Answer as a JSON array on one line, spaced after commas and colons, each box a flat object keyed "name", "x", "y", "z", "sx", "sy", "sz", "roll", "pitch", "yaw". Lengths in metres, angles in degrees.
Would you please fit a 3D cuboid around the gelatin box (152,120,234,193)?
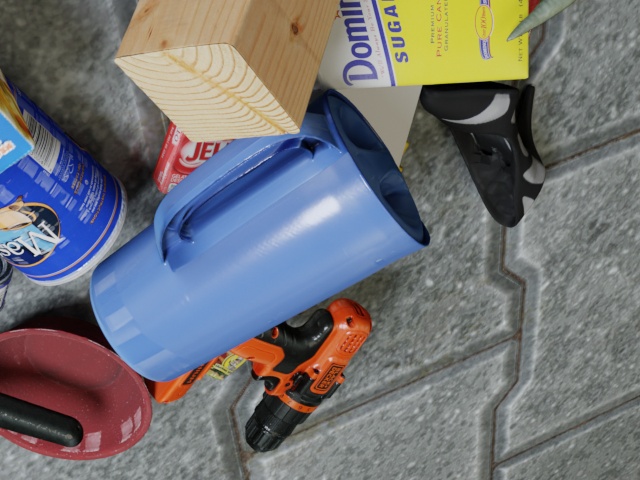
[{"name": "gelatin box", "x": -0.087, "y": -0.073, "z": 0.886, "sx": 0.089, "sy": 0.030, "sz": 0.073, "roll": 4, "pitch": 124, "yaw": -35}]

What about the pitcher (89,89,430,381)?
[{"name": "pitcher", "x": -0.055, "y": 0.001, "z": 0.790, "sx": 0.243, "sy": 0.145, "sz": 0.149, "roll": -32, "pitch": 104, "yaw": 16}]

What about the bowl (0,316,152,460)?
[{"name": "bowl", "x": -0.219, "y": 0.117, "z": 0.920, "sx": 0.162, "sy": 0.055, "sz": 0.162, "roll": 4, "pitch": 129, "yaw": 4}]

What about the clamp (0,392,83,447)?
[{"name": "clamp", "x": -0.324, "y": 0.135, "z": 0.885, "sx": 0.165, "sy": 0.036, "sz": 0.209, "roll": -28, "pitch": 124, "yaw": 24}]

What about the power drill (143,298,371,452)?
[{"name": "power drill", "x": -0.064, "y": 0.117, "z": 0.965, "sx": 0.187, "sy": 0.057, "sz": 0.185, "roll": 15, "pitch": 118, "yaw": -42}]

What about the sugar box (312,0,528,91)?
[{"name": "sugar box", "x": 0.071, "y": -0.165, "z": 0.813, "sx": 0.176, "sy": 0.048, "sz": 0.093, "roll": -7, "pitch": 102, "yaw": -19}]

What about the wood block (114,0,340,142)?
[{"name": "wood block", "x": -0.043, "y": -0.177, "z": 0.697, "sx": 0.090, "sy": 0.090, "sz": 0.206, "roll": 48, "pitch": 50, "yaw": -47}]

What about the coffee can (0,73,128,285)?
[{"name": "coffee can", "x": -0.222, "y": -0.045, "z": 0.771, "sx": 0.103, "sy": 0.103, "sz": 0.140, "roll": -39, "pitch": 137, "yaw": 3}]
